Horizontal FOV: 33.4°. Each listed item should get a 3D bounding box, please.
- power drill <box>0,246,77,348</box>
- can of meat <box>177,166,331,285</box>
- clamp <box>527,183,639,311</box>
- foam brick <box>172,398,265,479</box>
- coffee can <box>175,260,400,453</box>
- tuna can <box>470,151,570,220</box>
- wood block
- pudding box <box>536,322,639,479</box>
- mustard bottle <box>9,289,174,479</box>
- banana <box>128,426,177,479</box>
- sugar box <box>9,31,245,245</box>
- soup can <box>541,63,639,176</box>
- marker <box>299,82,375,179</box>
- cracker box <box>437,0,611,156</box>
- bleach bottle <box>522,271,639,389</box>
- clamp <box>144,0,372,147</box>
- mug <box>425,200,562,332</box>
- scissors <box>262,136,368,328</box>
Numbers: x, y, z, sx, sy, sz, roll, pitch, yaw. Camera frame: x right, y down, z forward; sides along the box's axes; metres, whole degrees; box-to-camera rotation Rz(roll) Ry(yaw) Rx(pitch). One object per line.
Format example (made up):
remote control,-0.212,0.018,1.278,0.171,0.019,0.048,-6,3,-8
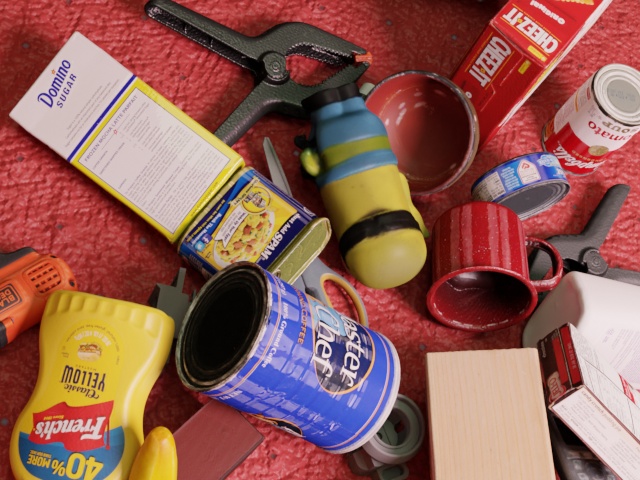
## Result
power drill,-0.307,0.015,0.813,0.184,0.057,0.188,-32,81,-30
can of meat,-0.056,0.001,0.878,0.084,0.057,0.102,37,77,18
clamp,0.256,0.031,0.987,0.171,0.039,0.120,-31,74,-20
foam brick,-0.090,0.164,0.813,0.051,0.053,0.078,46,62,6
coffee can,-0.023,0.090,0.807,0.140,0.103,0.102,32,57,-35
tuna can,0.181,-0.046,0.972,0.086,0.086,0.034,-12,69,-21
wood block,0.130,0.194,0.813,0.091,0.090,0.206,-3,54,4
pudding box,0.223,0.132,0.852,0.113,0.039,0.090,43,24,-16
mustard bottle,-0.175,0.137,0.782,0.096,0.058,0.191,11,78,8
banana,-0.116,0.230,0.755,0.037,0.070,0.198,-1,85,-35
sugar box,-0.160,-0.084,0.893,0.176,0.048,0.093,38,87,4
soup can,0.265,-0.114,1.018,0.068,0.102,0.068,7,65,-15
marker,0.017,-0.100,0.984,0.020,0.020,0.121,35,61,1
cracker box,0.204,-0.198,1.003,0.072,0.164,0.213,40,61,5
bleach bottle,0.314,0.097,0.951,0.250,0.103,0.068,13,40,-19
clamp,-0.049,-0.142,0.972,0.209,0.036,0.164,-3,78,-22
mug,0.149,0.020,0.921,0.117,0.093,0.081,-2,50,8
scissors,-0.032,0.013,0.913,0.096,0.016,0.202,-29,81,-23
